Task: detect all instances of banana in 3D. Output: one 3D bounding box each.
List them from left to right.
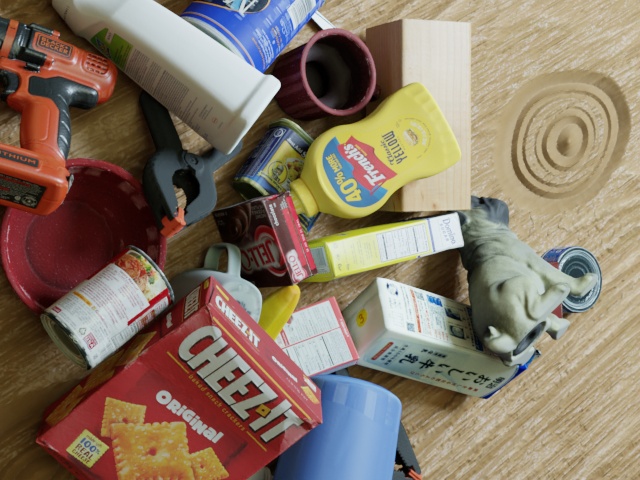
[{"bbox_3d":[-0.070,0.134,1.092,0.037,0.070,0.198,17,89,-51],"label":"banana"}]

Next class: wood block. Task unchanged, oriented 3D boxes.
[{"bbox_3d":[0.109,-0.137,1.191,0.090,0.091,0.206,-2,94,-25],"label":"wood block"}]

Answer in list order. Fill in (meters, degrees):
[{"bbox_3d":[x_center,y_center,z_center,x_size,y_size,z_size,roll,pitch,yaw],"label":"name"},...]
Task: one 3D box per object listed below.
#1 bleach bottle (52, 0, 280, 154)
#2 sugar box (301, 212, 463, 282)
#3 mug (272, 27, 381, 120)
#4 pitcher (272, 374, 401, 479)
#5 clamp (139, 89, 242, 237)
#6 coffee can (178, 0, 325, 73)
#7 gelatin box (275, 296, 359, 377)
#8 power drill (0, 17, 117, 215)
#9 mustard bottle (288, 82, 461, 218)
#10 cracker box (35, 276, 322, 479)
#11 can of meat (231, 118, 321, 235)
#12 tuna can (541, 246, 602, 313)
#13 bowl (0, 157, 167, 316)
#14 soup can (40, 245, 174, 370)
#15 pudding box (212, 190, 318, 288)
[{"bbox_3d":[-0.164,-0.190,1.026,0.251,0.103,0.068,38,62,-6],"label":"bleach bottle"},{"bbox_3d":[0.059,0.006,1.168,0.175,0.093,0.048,-16,95,-31],"label":"sugar box"},{"bbox_3d":[0.010,-0.172,1.156,0.117,0.082,0.093,11,81,-29],"label":"mug"},{"bbox_3d":[0.013,0.267,1.064,0.145,0.149,0.242,14,70,0],"label":"pitcher"},{"bbox_3d":[-0.143,-0.079,1.055,0.120,0.039,0.171,30,39,-15],"label":"clamp"},{"bbox_3d":[-0.074,-0.232,1.099,0.102,0.103,0.140,46,66,-20],"label":"coffee can"},{"bbox_3d":[-0.013,0.109,1.129,0.089,0.030,0.073,-20,74,-12],"label":"gelatin box"},{"bbox_3d":[-0.282,-0.123,0.959,0.184,0.057,0.187,17,51,-20],"label":"power drill"},{"bbox_3d":[0.042,-0.078,1.098,0.191,0.058,0.096,-30,96,-6],"label":"mustard bottle"},{"bbox_3d":[-0.130,0.164,1.000,0.214,0.072,0.164,-38,109,11],"label":"cracker box"},{"bbox_3d":[-0.033,-0.064,1.139,0.102,0.058,0.084,42,69,-22],"label":"can of meat"},{"bbox_3d":[0.314,0.050,1.348,0.086,0.034,0.086,2,86,-30],"label":"tuna can"},{"bbox_3d":[-0.232,0.004,1.019,0.161,0.055,0.162,2,86,-30],"label":"bowl"},{"bbox_3d":[-0.192,0.061,0.966,0.102,0.069,0.068,-40,106,-25],"label":"soup can"},{"bbox_3d":[-0.057,0.001,1.088,0.039,0.114,0.090,-23,98,-29],"label":"pudding box"}]
